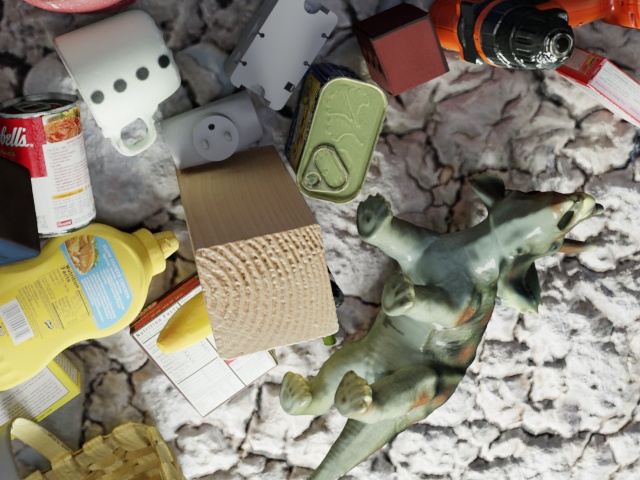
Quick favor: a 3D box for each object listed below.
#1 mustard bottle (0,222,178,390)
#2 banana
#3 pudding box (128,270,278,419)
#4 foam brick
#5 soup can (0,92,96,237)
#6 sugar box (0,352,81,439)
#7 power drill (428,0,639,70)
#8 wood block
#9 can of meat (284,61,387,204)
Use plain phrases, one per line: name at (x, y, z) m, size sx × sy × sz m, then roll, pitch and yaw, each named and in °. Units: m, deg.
mustard bottle at (-0.202, 0.039, 0.883) m, size 0.191 × 0.058 × 0.096 m, roll -28°, pitch 101°, yaw -26°
banana at (-0.054, 0.060, 0.921) m, size 0.197 × 0.037 × 0.069 m, roll 3°, pitch 83°, yaw -41°
pudding box at (-0.104, 0.091, 0.954) m, size 0.090 × 0.039 × 0.113 m, roll -35°, pitch 111°, yaw 2°
foam brick at (0.065, -0.158, 0.875) m, size 0.051 × 0.078 × 0.053 m, roll -24°, pitch 111°, yaw -2°
soup can at (-0.220, -0.061, 0.857) m, size 0.068 × 0.068 × 0.102 m, roll -8°, pitch 112°, yaw -9°
sugar box at (-0.295, 0.085, 0.909) m, size 0.093 × 0.048 × 0.176 m, roll -35°, pitch 110°, yaw 1°
power drill at (0.200, -0.179, 0.849) m, size 0.187 × 0.185 × 0.057 m, roll -13°, pitch 113°, yaw -17°
wood block at (-0.056, 0.002, 0.839) m, size 0.090 × 0.206 × 0.090 m, roll -13°, pitch 112°, yaw -7°
can of meat at (0.009, -0.092, 0.884) m, size 0.057 × 0.084 × 0.102 m, roll 11°, pitch 107°, yaw -16°
